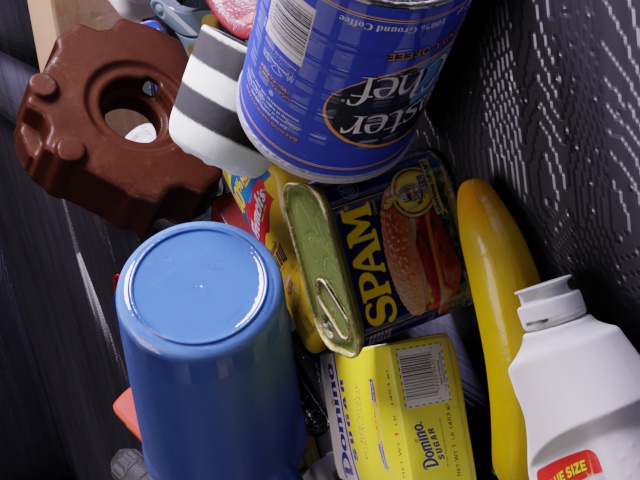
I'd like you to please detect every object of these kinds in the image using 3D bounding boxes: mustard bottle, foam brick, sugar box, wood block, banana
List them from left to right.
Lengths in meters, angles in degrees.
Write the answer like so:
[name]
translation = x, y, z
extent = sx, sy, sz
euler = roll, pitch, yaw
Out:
[wood block]
translation = -0.230, -0.205, 1.055
extent = 0.091, 0.090, 0.206
euler = 49, 149, 43
[foam brick]
translation = -0.056, 0.001, 0.864
extent = 0.051, 0.053, 0.078
euler = 56, 155, 33
[mustard bottle]
translation = -0.022, -0.022, 0.760
extent = 0.192, 0.058, 0.096
euler = 63, 157, 20
[sugar box]
translation = 0.043, 0.112, 0.688
extent = 0.176, 0.048, 0.093
euler = 150, 113, -72
[banana]
translation = 0.100, 0.066, 0.571
extent = 0.070, 0.037, 0.198
euler = 35, 139, 55

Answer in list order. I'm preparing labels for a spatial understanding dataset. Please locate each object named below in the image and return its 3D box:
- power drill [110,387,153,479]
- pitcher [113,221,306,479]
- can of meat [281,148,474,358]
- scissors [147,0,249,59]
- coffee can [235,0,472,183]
[power drill]
translation = -0.152, 0.223, 1.046
extent = 0.185, 0.057, 0.188
euler = 32, 143, 31
[pitcher]
translation = -0.086, 0.089, 0.775
extent = 0.243, 0.149, 0.145
euler = 90, 179, -55
[can of meat]
translation = 0.035, 0.005, 0.610
extent = 0.058, 0.083, 0.102
euler = 9, 116, 66
[scissors]
translation = -0.109, -0.185, 0.820
extent = 0.202, 0.016, 0.096
euler = 52, 146, 3
[coffee can]
translation = 0.016, -0.109, 0.536
extent = 0.103, 0.102, 0.140
euler = 61, 156, 23
